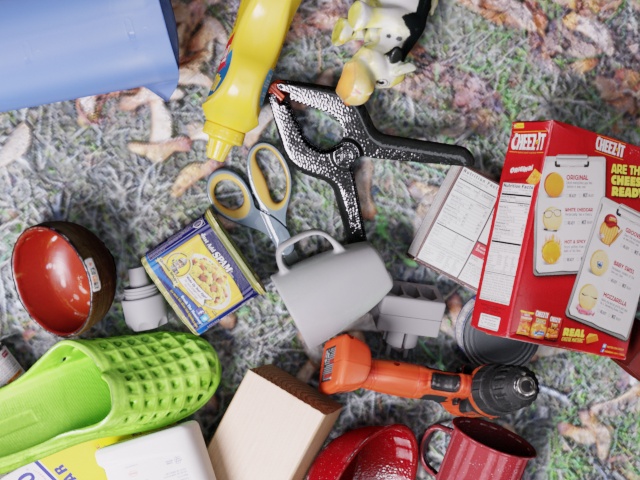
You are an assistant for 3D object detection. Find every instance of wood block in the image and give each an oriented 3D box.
[{"bbox_3d":[-0.070,0.237,1.067,0.091,0.090,0.206,28,94,13],"label":"wood block"}]

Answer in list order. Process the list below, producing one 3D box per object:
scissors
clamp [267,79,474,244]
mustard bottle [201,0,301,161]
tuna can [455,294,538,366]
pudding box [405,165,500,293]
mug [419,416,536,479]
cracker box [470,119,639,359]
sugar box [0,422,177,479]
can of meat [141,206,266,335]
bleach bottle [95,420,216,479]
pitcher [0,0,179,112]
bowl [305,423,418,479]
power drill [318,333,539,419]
[{"bbox_3d":[-0.057,0.001,1.085,0.096,0.016,0.202,-11,99,-5],"label":"scissors"},{"bbox_3d":[0.038,-0.092,1.065,0.165,0.036,0.210,-40,99,13],"label":"clamp"},{"bbox_3d":[-0.069,-0.168,1.018,0.058,0.096,0.192,18,95,-11],"label":"mustard bottle"},{"bbox_3d":[0.186,0.096,1.124,0.086,0.034,0.086,-1,98,-8],"label":"tuna can"},{"bbox_3d":[0.154,-0.012,1.102,0.090,0.039,0.113,27,91,-10],"label":"pudding box"},{"bbox_3d":[0.157,0.236,1.119,0.117,0.093,0.081,23,100,19],"label":"mug"},{"bbox_3d":[0.249,0.001,1.071,0.164,0.072,0.214,12,89,-30],"label":"cracker box"},{"bbox_3d":[-0.222,0.226,1.060,0.176,0.048,0.093,-33,99,-16],"label":"sugar box"},{"bbox_3d":[-0.116,0.032,1.060,0.084,0.057,0.102,-34,101,0],"label":"can of meat"},{"bbox_3d":[-0.128,0.302,0.998,0.102,0.068,0.251,-17,85,7],"label":"bleach bottle"},{"bbox_3d":[-0.256,-0.195,0.973,0.242,0.145,0.149,-14,68,-3],"label":"pitcher"},{"bbox_3d":[0.031,0.251,1.089,0.161,0.055,0.162,-29,130,-41],"label":"bowl"},{"bbox_3d":[0.101,0.136,1.041,0.187,0.185,0.057,13,75,-10],"label":"power drill"}]
